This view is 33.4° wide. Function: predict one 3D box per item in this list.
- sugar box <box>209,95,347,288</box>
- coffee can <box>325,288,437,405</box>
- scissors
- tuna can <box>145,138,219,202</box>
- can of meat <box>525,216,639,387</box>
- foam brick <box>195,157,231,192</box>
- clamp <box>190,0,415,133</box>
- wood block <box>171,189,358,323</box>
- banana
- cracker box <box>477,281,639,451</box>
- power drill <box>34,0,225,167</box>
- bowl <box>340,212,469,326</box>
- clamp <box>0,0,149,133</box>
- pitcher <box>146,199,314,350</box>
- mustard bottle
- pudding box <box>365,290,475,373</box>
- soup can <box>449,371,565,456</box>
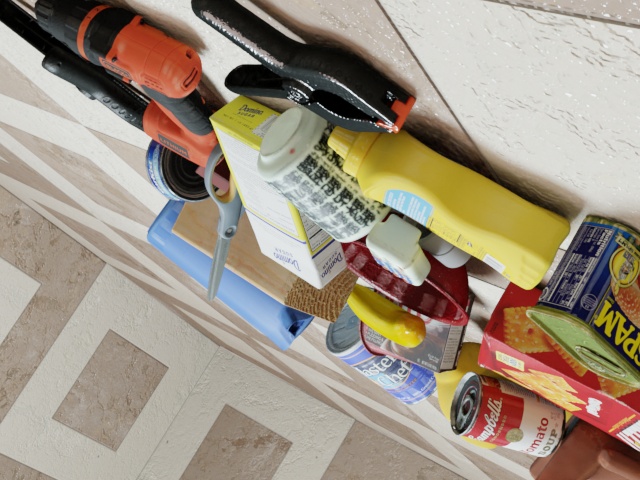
[{"bbox_3d":[-0.036,-0.043,0.992,0.093,0.048,0.176,31,154,39],"label":"sugar box"},{"bbox_3d":[0.092,0.144,1.442,0.140,0.102,0.103,37,167,-25],"label":"coffee can"},{"bbox_3d":[-0.077,-0.025,1.071,0.016,0.096,0.202,48,151,36],"label":"scissors"},{"bbox_3d":[-0.140,-0.084,1.136,0.086,0.086,0.034,39,165,-33],"label":"tuna can"},{"bbox_3d":[0.209,0.044,0.768,0.102,0.084,0.058,39,166,-32],"label":"can of meat"},{"bbox_3d":[-0.081,-0.074,1.106,0.078,0.053,0.051,34,168,-7],"label":"foam brick"},{"bbox_3d":[-0.014,-0.117,0.783,0.171,0.039,0.120,29,170,10],"label":"clamp"},{"bbox_3d":[-0.057,0.001,1.175,0.206,0.090,0.090,30,-176,43],"label":"wood block"},{"bbox_3d":[0.069,0.082,1.131,0.069,0.037,0.198,31,178,-27],"label":"banana"},{"bbox_3d":[0.259,0.129,1.026,0.214,0.072,0.164,28,169,13],"label":"cracker box"},{"bbox_3d":[-0.164,-0.149,0.994,0.185,0.057,0.187,30,170,26],"label":"power drill"},{"bbox_3d":[0.087,0.019,1.052,0.162,0.055,0.162,30,168,7],"label":"bowl"},{"bbox_3d":[-0.246,-0.175,1.115,0.165,0.036,0.209,43,-175,37],"label":"clamp"},{"bbox_3d":[-0.101,0.022,1.412,0.243,0.145,0.149,36,156,-5],"label":"pitcher"},{"bbox_3d":[0.091,-0.034,0.811,0.192,0.058,0.096,30,174,7],"label":"mustard bottle"},{"bbox_3d":[0.109,0.086,1.183,0.114,0.090,0.039,20,-168,40],"label":"pudding box"},{"bbox_3d":[0.196,0.183,1.118,0.102,0.068,0.069,17,172,-14],"label":"soup can"}]
